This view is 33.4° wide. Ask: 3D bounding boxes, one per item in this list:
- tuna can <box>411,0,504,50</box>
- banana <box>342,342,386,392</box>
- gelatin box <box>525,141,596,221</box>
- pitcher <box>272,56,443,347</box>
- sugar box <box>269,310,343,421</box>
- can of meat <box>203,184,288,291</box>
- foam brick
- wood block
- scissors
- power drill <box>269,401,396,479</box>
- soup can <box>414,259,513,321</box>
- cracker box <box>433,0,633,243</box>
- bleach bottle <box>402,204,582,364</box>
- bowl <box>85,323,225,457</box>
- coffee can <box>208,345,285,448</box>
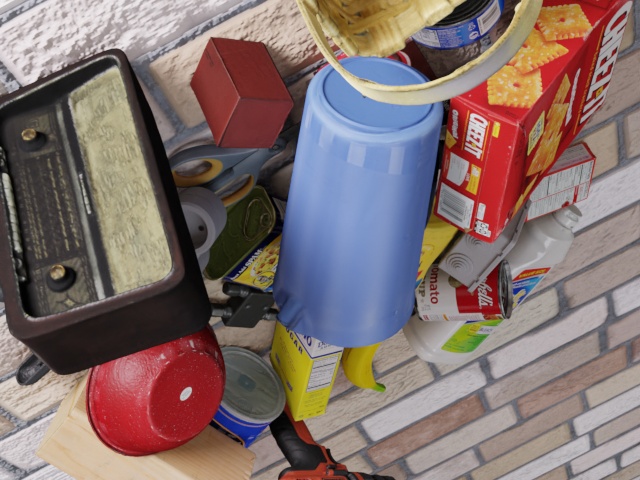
[{"bbox_3d":[0.104,-0.196,0.857,0.086,0.086,0.033,-28,147,2],"label":"tuna can"},{"bbox_3d":[0.065,0.124,1.307,0.069,0.037,0.198,-9,141,-22],"label":"banana"},{"bbox_3d":[0.258,-0.065,1.187,0.089,0.030,0.073,-20,145,-8],"label":"gelatin box"},{"bbox_3d":[0.039,-0.037,0.914,0.145,0.149,0.243,5,136,-3],"label":"pitcher"},{"bbox_3d":[-0.016,0.117,1.193,0.048,0.093,0.176,-14,144,-18],"label":"sugar box"},{"bbox_3d":[-0.057,0.001,1.043,0.102,0.057,0.083,-43,144,23],"label":"can of meat"},{"bbox_3d":[-0.064,-0.118,0.857,0.051,0.078,0.053,1,138,-32],"label":"foam brick"},{"bbox_3d":[-0.183,0.229,1.143,0.206,0.090,0.090,35,121,-13],"label":"wood block"},{"bbox_3d":[-0.060,-0.086,0.929,0.096,0.016,0.202,16,139,-37],"label":"scissors"},{"bbox_3d":[0.002,0.249,1.299,0.184,0.188,0.057,10,131,-39],"label":"power drill"},{"bbox_3d":[0.163,0.058,1.220,0.102,0.068,0.068,-3,153,22],"label":"soup can"},{"bbox_3d":[0.189,-0.123,0.937,0.213,0.072,0.164,-48,157,-28],"label":"cracker box"},{"bbox_3d":[0.213,0.046,1.280,0.102,0.068,0.251,11,129,-43],"label":"bleach bottle"},{"bbox_3d":[-0.147,0.144,1.046,0.161,0.055,0.162,-15,113,-41],"label":"bowl"},{"bbox_3d":[-0.120,0.204,1.233,0.102,0.103,0.140,8,134,-40],"label":"coffee can"}]
